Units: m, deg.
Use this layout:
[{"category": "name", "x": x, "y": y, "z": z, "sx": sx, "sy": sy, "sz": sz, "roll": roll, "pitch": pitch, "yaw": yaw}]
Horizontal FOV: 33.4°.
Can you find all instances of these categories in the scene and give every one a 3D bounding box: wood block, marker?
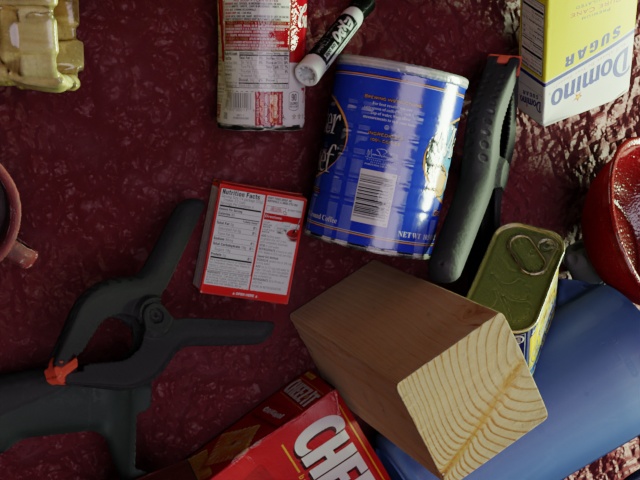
[{"category": "wood block", "x": 0.066, "y": 0.090, "z": 0.802, "sx": 0.090, "sy": 0.206, "sz": 0.090, "roll": -32, "pitch": 109, "yaw": -14}, {"category": "marker", "x": 0.013, "y": -0.156, "z": 0.808, "sx": 0.020, "sy": 0.020, "sz": 0.121, "roll": 53, "pitch": 43, "yaw": -20}]

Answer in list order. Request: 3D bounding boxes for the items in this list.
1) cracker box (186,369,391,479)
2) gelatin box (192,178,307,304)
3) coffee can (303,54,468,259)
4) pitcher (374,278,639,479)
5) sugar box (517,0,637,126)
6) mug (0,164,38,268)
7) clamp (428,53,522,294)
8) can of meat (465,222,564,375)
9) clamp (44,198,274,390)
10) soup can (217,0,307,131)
[{"category": "cracker box", "x": -0.044, "y": 0.235, "z": 0.858, "sx": 0.213, "sy": 0.072, "sz": 0.164, "roll": -34, "pitch": 109, "yaw": -13}, {"category": "gelatin box", "x": -0.055, "y": 0.001, "z": 0.836, "sx": 0.073, "sy": 0.030, "sz": 0.089, "roll": 9, "pitch": 96, "yaw": -21}, {"category": "coffee can", "x": 0.050, "y": -0.064, "z": 0.825, "sx": 0.102, "sy": 0.103, "sz": 0.140, "roll": 9, "pitch": 96, "yaw": -22}, {"category": "pitcher", "x": 0.177, "y": 0.157, "z": 0.896, "sx": 0.242, "sy": 0.149, "sz": 0.145, "roll": -30, "pitch": 121, "yaw": -10}, {"category": "sugar box", "x": 0.208, "y": -0.186, "z": 0.860, "sx": 0.093, "sy": 0.048, "sz": 0.176, "roll": -22, "pitch": 129, "yaw": -16}, {"category": "mug", "x": -0.246, "y": -0.018, "z": 0.732, "sx": 0.117, "sy": 0.082, "sz": 0.093, "roll": 32, "pitch": 87, "yaw": -22}, {"category": "clamp", "x": 0.135, "y": -0.047, "z": 0.873, "sx": 0.036, "sy": 0.164, "sz": 0.210, "roll": 8, "pitch": 76, "yaw": 20}, {"category": "can of meat", "x": 0.154, "y": 0.052, "z": 0.844, "sx": 0.084, "sy": 0.057, "sz": 0.102, "roll": 78, "pitch": 33, "yaw": -51}, {"category": "clamp", "x": -0.123, "y": 0.044, "z": 0.764, "sx": 0.171, "sy": 0.039, "sz": 0.120, "roll": -22, "pitch": 84, "yaw": -33}, {"category": "soup can", "x": -0.044, "y": -0.135, "z": 0.796, "sx": 0.068, "sy": 0.069, "sz": 0.102, "roll": -3, "pitch": 101, "yaw": -21}]
